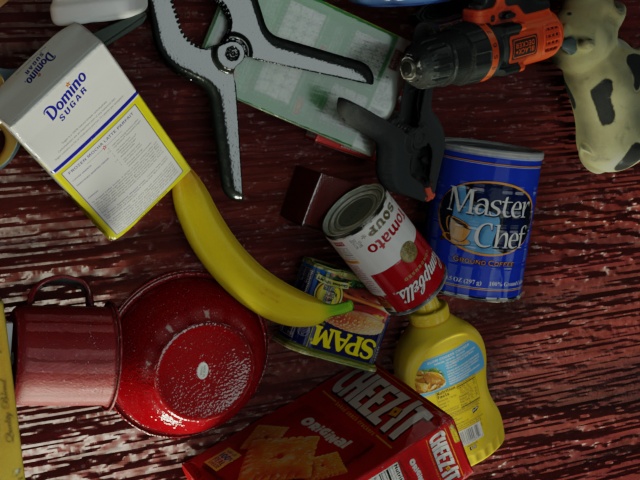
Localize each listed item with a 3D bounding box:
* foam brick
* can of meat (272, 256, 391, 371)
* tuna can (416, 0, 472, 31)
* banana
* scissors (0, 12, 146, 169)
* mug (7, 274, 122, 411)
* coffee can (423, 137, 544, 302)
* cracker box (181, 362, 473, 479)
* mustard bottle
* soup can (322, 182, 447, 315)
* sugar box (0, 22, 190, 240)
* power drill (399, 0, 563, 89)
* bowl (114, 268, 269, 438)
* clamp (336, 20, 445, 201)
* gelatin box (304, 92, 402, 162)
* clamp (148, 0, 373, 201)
[{"bbox_3d":[0.012,-0.032,0.976,0.078,0.053,0.051,16,95,-29],"label":"foam brick"},{"bbox_3d":[0.017,0.068,1.001,0.102,0.058,0.084,18,91,-28],"label":"can of meat"},{"bbox_3d":[0.133,-0.205,0.973,0.086,0.086,0.033,-32,115,-16],"label":"tuna can"},{"bbox_3d":[-0.065,0.017,0.939,0.198,0.037,0.070,39,105,-4],"label":"banana"},{"bbox_3d":[-0.216,-0.113,0.834,0.201,0.016,0.096,-20,109,-31],"label":"scissors"},{"bbox_3d":[-0.215,0.083,0.882,0.081,0.093,0.117,3,68,-24],"label":"mug"},{"bbox_3d":[0.151,-0.022,1.015,0.102,0.103,0.140,2,102,-26],"label":"coffee can"},{"bbox_3d":[0.002,0.205,0.965,0.213,0.164,0.072,-29,115,-17],"label":"cracker box"},{"bbox_3d":[0.122,0.133,1.064,0.096,0.058,0.191,-22,111,-18],"label":"mustard bottle"},{"bbox_3d":[0.056,0.007,0.938,0.068,0.069,0.102,-45,117,-10],"label":"soup can"},{"bbox_3d":[-0.176,-0.080,0.834,0.093,0.048,0.176,-45,147,-11],"label":"sugar box"},{"bbox_3d":[0.133,-0.223,0.868,0.184,0.057,0.188,-21,120,-40],"label":"power drill"},{"bbox_3d":[-0.111,0.109,0.950,0.161,0.055,0.162,-6,104,-24],"label":"bowl"},{"bbox_3d":[0.066,-0.092,0.927,0.120,0.039,0.171,-34,134,-24],"label":"clamp"},{"bbox_3d":[0.035,-0.123,0.977,0.073,0.030,0.089,16,95,-25],"label":"gelatin box"},{"bbox_3d":[-0.079,-0.146,0.894,0.210,0.036,0.164,41,90,-17],"label":"clamp"}]
